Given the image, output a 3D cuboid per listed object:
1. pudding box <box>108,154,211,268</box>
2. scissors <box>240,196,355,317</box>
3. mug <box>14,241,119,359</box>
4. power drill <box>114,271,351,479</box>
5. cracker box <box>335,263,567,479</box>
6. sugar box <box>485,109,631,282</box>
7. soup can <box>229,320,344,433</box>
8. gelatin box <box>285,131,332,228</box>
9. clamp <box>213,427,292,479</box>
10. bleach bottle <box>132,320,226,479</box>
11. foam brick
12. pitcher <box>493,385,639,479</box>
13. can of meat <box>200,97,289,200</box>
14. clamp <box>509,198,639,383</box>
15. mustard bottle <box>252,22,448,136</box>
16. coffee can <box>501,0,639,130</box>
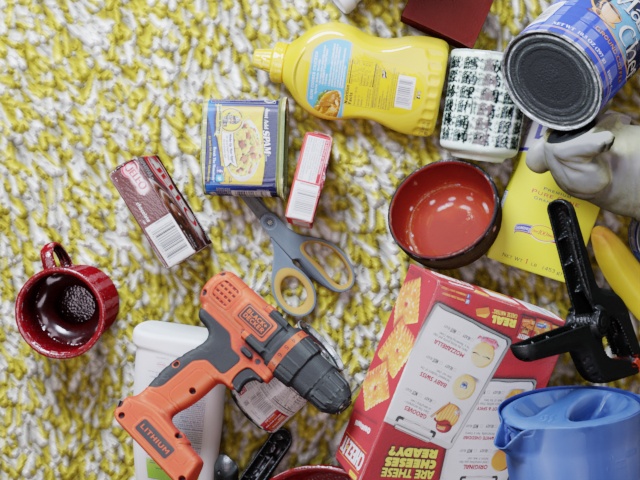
[{"bbox_3d":[-0.160,-0.031,1.081,0.039,0.090,0.113,-29,93,8],"label":"pudding box"},{"bbox_3d":[-0.057,0.001,1.111,0.202,0.016,0.096,35,95,1],"label":"scissors"},{"bbox_3d":[-0.261,0.058,1.102,0.093,0.081,0.117,-20,94,6],"label":"mug"},{"bbox_3d":[-0.088,0.148,1.027,0.184,0.057,0.187,41,77,15],"label":"power drill"},{"bbox_3d":[0.129,0.149,1.057,0.164,0.072,0.214,18,98,-24],"label":"cracker box"},{"bbox_3d":[0.236,-0.054,1.066,0.093,0.048,0.176,17,98,2],"label":"sugar box"},{"bbox_3d":[-0.035,0.141,1.098,0.102,0.068,0.068,-44,91,8],"label":"soup can"},{"bbox_3d":[-0.010,-0.059,1.067,0.030,0.073,0.089,14,86,0],"label":"gelatin box"},{"bbox_3d":[-0.085,0.272,1.113,0.039,0.120,0.172,36,121,28],"label":"clamp"},{"bbox_3d":[-0.157,0.216,1.120,0.102,0.068,0.251,8,99,5],"label":"bleach bottle"},{"bbox_3d":[0.125,-0.227,1.056,0.078,0.051,0.053,26,96,2],"label":"foam brick"},{"bbox_3d":[0.253,0.262,1.001,0.149,0.144,0.243,-5,98,18],"label":"pitcher"},{"bbox_3d":[-0.076,-0.093,1.077,0.084,0.057,0.102,1,86,3],"label":"can of meat"},{"bbox_3d":[0.251,0.085,1.023,0.209,0.036,0.164,47,56,-34],"label":"clamp"},{"bbox_3d":[0.027,-0.166,1.065,0.191,0.058,0.096,10,119,4],"label":"mustard bottle"},{"bbox_3d":[0.248,-0.182,0.992,0.103,0.103,0.140,48,58,-1],"label":"coffee can"}]
